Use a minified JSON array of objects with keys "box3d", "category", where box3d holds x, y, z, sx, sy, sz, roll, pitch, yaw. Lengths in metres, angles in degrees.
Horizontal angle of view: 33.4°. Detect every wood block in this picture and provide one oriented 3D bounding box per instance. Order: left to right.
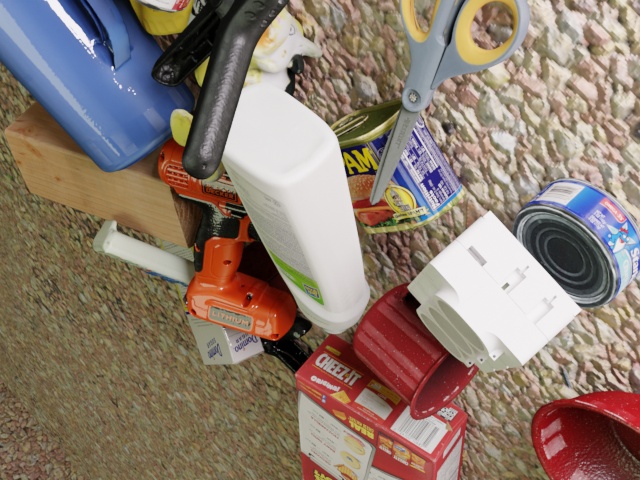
[{"box3d":[-0.199,-0.078,1.068,0.206,0.090,0.090,18,142,25],"category":"wood block"}]

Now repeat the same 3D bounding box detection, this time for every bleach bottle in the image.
[{"box3d":[-0.013,-0.005,0.843,0.103,0.068,0.251,39,160,31],"category":"bleach bottle"}]

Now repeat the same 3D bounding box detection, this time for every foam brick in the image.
[{"box3d":[-0.054,0.041,1.090,0.078,0.053,0.051,19,139,49],"category":"foam brick"}]

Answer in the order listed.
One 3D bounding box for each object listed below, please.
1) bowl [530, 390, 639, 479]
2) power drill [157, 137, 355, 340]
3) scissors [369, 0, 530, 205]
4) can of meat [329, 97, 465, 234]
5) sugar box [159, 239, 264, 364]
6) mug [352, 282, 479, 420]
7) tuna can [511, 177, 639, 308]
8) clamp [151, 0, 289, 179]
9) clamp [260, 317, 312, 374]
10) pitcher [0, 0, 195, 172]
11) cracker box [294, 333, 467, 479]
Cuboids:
[{"box3d":[0.236,0.165,0.787,0.162,0.055,0.162,37,150,25],"category":"bowl"},{"box3d":[-0.056,0.001,0.966,0.184,0.057,0.188,17,130,15],"category":"power drill"},{"box3d":[0.080,-0.095,0.692,0.096,0.016,0.202,24,127,28],"category":"scissors"},{"box3d":[0.050,-0.054,0.804,0.084,0.057,0.102,57,153,-16],"category":"can of meat"},{"box3d":[-0.123,0.048,1.168,0.093,0.048,0.176,-12,100,62],"category":"sugar box"},{"box3d":[0.083,0.081,0.890,0.082,0.093,0.117,42,145,28],"category":"mug"},{"box3d":[0.170,0.003,0.710,0.086,0.033,0.086,37,150,26],"category":"tuna can"},{"box3d":[-0.059,-0.162,0.740,0.036,0.210,0.165,20,-163,-29],"category":"clamp"},{"box3d":[-0.050,0.099,1.170,0.172,0.039,0.120,31,146,35],"category":"clamp"},{"box3d":[-0.215,-0.181,0.917,0.242,0.145,0.149,52,-161,-19],"category":"pitcher"},{"box3d":[0.061,0.212,1.089,0.164,0.072,0.214,28,147,24],"category":"cracker box"}]
